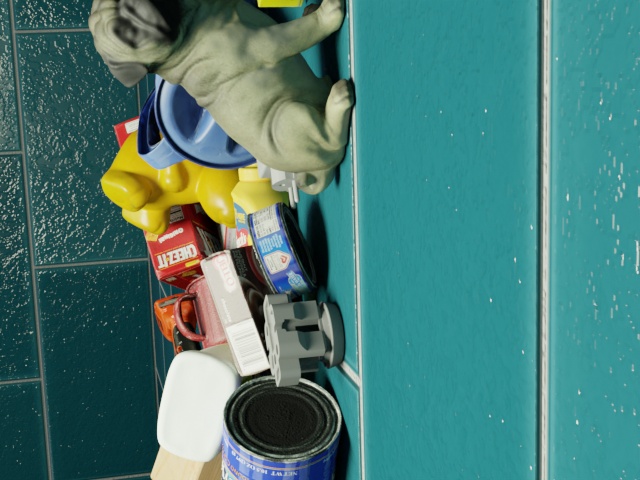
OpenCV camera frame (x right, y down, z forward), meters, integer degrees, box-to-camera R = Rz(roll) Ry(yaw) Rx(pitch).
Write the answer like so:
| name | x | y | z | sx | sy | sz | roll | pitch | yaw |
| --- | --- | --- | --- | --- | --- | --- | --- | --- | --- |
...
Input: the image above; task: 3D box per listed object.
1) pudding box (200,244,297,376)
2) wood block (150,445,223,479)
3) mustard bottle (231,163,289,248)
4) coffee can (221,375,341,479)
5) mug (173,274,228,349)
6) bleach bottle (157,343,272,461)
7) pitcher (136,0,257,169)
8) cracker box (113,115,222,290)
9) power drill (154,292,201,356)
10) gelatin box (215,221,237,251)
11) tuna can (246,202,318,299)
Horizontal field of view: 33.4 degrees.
| name | x | y | z | sx | sy | sz | roll | pitch | yaw |
| --- | --- | --- | --- | --- | --- | --- | --- | --- | --- |
| pudding box | -0.056 | 0.060 | 0.975 | 0.089 | 0.039 | 0.113 | -13 | -95 | -63 |
| wood block | -0.123 | 0.239 | 1.239 | 0.090 | 0.090 | 0.206 | 59 | 142 | 35 |
| mustard bottle | -0.057 | 0.001 | 1.068 | 0.096 | 0.058 | 0.191 | -152 | 59 | -75 |
| coffee can | -0.038 | 0.205 | 0.949 | 0.103 | 0.102 | 0.140 | -111 | 21 | -51 |
| mug | -0.109 | 0.084 | 1.203 | 0.093 | 0.117 | 0.081 | -41 | 56 | 50 |
| bleach bottle | -0.085 | 0.141 | 1.073 | 0.250 | 0.068 | 0.102 | -21 | -54 | -76 |
| pitcher | -0.113 | -0.177 | 1.076 | 0.243 | 0.149 | 0.145 | -108 | 19 | -57 |
| cracker box | -0.187 | -0.047 | 1.410 | 0.164 | 0.072 | 0.214 | 40 | -149 | -76 |
| power drill | -0.169 | 0.178 | 1.428 | 0.184 | 0.057 | 0.188 | 99 | 153 | -60 |
| gelatin box | -0.114 | -0.036 | 1.362 | 0.073 | 0.030 | 0.089 | -110 | 20 | -45 |
| tuna can | -0.033 | 0.010 | 0.947 | 0.086 | 0.034 | 0.086 | -22 | -90 | -83 |
